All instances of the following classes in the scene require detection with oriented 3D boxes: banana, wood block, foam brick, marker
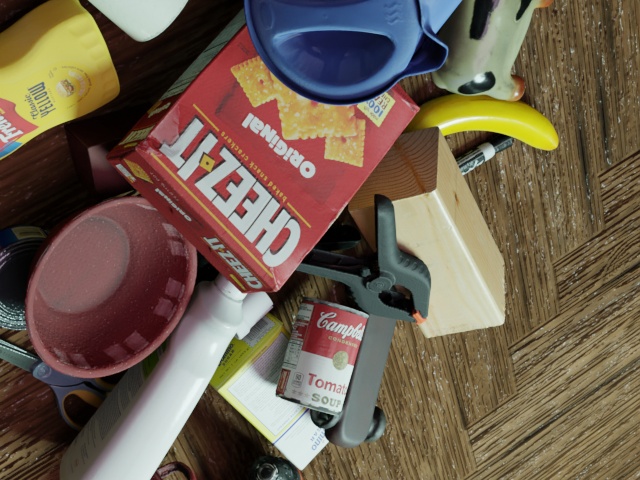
[{"bbox_3d":[0.162,-0.119,1.082,0.197,0.037,0.070,-5,137,-20],"label":"banana"},{"bbox_3d":[0.111,-0.004,1.064,0.090,0.090,0.206,-13,135,22],"label":"wood block"},{"bbox_3d":[-0.163,-0.074,0.884,0.078,0.053,0.051,-19,125,-23],"label":"foam brick"},{"bbox_3d":[0.153,-0.081,1.116,0.121,0.020,0.020,-31,129,-16],"label":"marker"}]

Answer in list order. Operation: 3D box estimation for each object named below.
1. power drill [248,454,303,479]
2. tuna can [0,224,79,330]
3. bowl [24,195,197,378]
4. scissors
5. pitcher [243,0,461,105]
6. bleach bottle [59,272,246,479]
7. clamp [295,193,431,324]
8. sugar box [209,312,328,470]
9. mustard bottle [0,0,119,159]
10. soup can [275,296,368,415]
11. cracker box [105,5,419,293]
[{"bbox_3d":[-0.096,0.297,1.106,0.187,0.057,0.184,-36,158,-7],"label":"power drill"},{"bbox_3d":[-0.250,0.030,0.899,0.086,0.034,0.086,-17,124,-26],"label":"tuna can"},{"bbox_3d":[-0.183,0.030,0.884,0.161,0.055,0.162,-23,126,-34],"label":"bowl"},{"bbox_3d":[-0.234,0.106,0.967,0.096,0.016,0.201,-40,132,-10],"label":"scissors"},{"bbox_3d":[0.040,-0.211,0.824,0.149,0.145,0.242,64,32,-16],"label":"pitcher"},{"bbox_3d":[-0.141,0.132,0.957,0.068,0.103,0.251,31,102,-24],"label":"bleach bottle"},{"bbox_3d":[0.058,0.022,1.002,0.120,0.039,0.171,-30,134,34],"label":"clamp"},{"bbox_3d":[-0.040,0.157,1.108,0.093,0.048,0.176,-45,135,-9],"label":"sugar box"},{"bbox_3d":[-0.250,-0.104,0.801,0.191,0.058,0.096,-31,150,-14],"label":"mustard bottle"},{"bbox_3d":[0.001,0.112,1.041,0.068,0.069,0.102,23,80,-41],"label":"soup can"},{"bbox_3d":[-0.040,-0.088,0.871,0.164,0.072,0.213,46,66,-19],"label":"cracker box"}]
